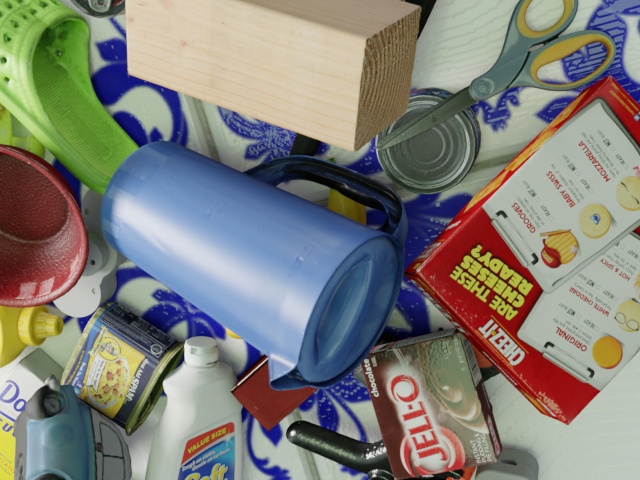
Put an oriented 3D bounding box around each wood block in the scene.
[{"bbox_3d":[-0.039,-0.151,0.813,0.206,0.090,0.090,21,126,22],"label":"wood block"}]

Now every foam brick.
[{"bbox_3d":[-0.033,0.123,0.970,0.051,0.053,0.078,46,112,-2],"label":"foam brick"}]

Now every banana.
[{"bbox_3d":[-0.012,0.025,0.946,0.070,0.037,0.198,40,111,20],"label":"banana"}]

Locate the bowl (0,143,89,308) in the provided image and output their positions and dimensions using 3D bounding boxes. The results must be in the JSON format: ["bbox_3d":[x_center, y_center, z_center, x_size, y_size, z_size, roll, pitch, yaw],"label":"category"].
[{"bbox_3d":[-0.267,-0.023,0.915,0.162,0.055,0.162,5,122,9],"label":"bowl"}]

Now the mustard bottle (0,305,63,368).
[{"bbox_3d":[-0.339,0.078,1.032,0.192,0.058,0.096,2,103,14],"label":"mustard bottle"}]

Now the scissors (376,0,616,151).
[{"bbox_3d":[0.131,-0.142,0.845,0.202,0.016,0.096,-14,94,3],"label":"scissors"}]

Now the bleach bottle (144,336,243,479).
[{"bbox_3d":[-0.123,0.213,1.000,0.102,0.068,0.251,-5,108,-28],"label":"bleach bottle"}]

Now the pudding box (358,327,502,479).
[{"bbox_3d":[0.091,0.134,0.880,0.090,0.039,0.113,-16,91,20],"label":"pudding box"}]

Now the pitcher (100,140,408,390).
[{"bbox_3d":[-0.056,0.001,0.877,0.243,0.149,0.145,28,116,28],"label":"pitcher"}]

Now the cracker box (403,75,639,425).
[{"bbox_3d":[0.196,0.007,0.823,0.213,0.072,0.164,-45,91,-6],"label":"cracker box"}]

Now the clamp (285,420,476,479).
[{"bbox_3d":[0.051,0.201,0.954,0.172,0.039,0.120,-18,119,32],"label":"clamp"}]

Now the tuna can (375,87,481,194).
[{"bbox_3d":[0.089,-0.082,0.887,0.086,0.033,0.086,4,107,13],"label":"tuna can"}]

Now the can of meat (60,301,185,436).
[{"bbox_3d":[-0.187,0.119,1.006,0.084,0.057,0.102,32,111,5],"label":"can of meat"}]

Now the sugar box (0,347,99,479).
[{"bbox_3d":[-0.305,0.201,1.067,0.093,0.048,0.176,42,113,0],"label":"sugar box"}]
